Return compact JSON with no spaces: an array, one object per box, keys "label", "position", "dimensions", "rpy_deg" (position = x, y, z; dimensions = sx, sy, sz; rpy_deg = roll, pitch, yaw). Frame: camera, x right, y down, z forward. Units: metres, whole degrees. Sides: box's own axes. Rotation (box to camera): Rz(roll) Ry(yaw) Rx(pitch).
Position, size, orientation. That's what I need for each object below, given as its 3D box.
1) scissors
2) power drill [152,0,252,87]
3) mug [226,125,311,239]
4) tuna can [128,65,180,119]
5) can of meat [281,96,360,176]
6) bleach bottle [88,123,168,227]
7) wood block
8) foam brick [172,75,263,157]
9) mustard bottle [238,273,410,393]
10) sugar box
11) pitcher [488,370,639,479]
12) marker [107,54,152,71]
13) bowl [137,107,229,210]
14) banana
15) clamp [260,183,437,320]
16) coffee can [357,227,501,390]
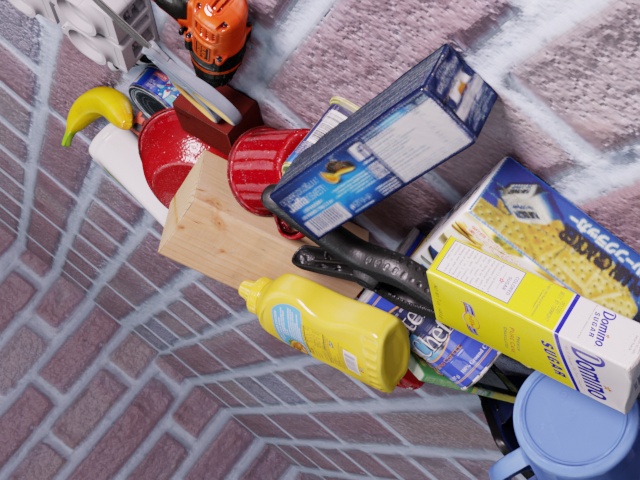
[{"label":"scissors","position":[-0.140,-0.165,0.995],"dimensions":[0.096,0.016,0.201],"rpy_deg":[31,171,39]},{"label":"power drill","position":[-0.145,-0.222,0.963],"dimensions":[0.187,0.057,0.184],"rpy_deg":[37,166,0]},{"label":"mug","position":[-0.032,-0.058,1.067],"dimensions":[0.082,0.093,0.117],"rpy_deg":[4,102,53]},{"label":"tuna can","position":[-0.177,-0.158,1.218],"dimensions":[0.086,0.033,0.086],"rpy_deg":[34,162,13]},{"label":"can of meat","position":[0.011,-0.069,0.986],"dimensions":[0.057,0.084,0.102],"rpy_deg":[33,162,17]},{"label":"bleach bottle","position":[-0.194,-0.050,1.355],"dimensions":[0.251,0.068,0.102],"rpy_deg":[45,-179,35]},{"label":"wood block","position":[-0.058,0.002,1.149],"dimensions":[0.206,0.090,0.090],"rpy_deg":[26,128,-17]},{"label":"foam brick","position":[-0.106,-0.131,1.116],"dimensions":[0.078,0.051,0.053],"rpy_deg":[31,160,20]},{"label":"mustard bottle","position":[-0.004,0.081,1.074],"dimensions":[0.192,0.058,0.096],"rpy_deg":[22,148,29]},{"label":"sugar box","position":[0.173,0.068,0.848],"dimensions":[0.176,0.048,0.093],"rpy_deg":[28,160,26]},{"label":"pitcher","position":[0.246,0.198,1.014],"dimensions":[0.145,0.149,0.242],"rpy_deg":[23,167,28]},{"label":"marker","position":[-0.208,-0.203,1.190],"dimensions":[0.020,0.020,0.121],"rpy_deg":[47,161,-25]},{"label":"bowl","position":[-0.137,-0.072,1.200],"dimensions":[0.162,0.055,0.162],"rpy_deg":[10,138,9]},{"label":"banana","position":[-0.280,-0.163,1.363],"dimensions":[0.037,0.069,0.198],"rpy_deg":[1,177,-34]},{"label":"clamp","position":[0.045,0.027,0.988],"dimensions":[0.210,0.036,0.164],"rpy_deg":[27,166,12]},{"label":"coffee can","position":[0.120,0.069,1.083],"dimensions":[0.140,0.102,0.103],"rpy_deg":[37,163,2]}]
